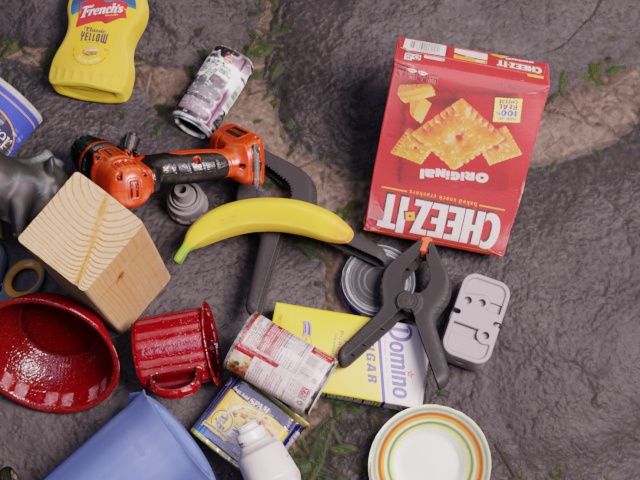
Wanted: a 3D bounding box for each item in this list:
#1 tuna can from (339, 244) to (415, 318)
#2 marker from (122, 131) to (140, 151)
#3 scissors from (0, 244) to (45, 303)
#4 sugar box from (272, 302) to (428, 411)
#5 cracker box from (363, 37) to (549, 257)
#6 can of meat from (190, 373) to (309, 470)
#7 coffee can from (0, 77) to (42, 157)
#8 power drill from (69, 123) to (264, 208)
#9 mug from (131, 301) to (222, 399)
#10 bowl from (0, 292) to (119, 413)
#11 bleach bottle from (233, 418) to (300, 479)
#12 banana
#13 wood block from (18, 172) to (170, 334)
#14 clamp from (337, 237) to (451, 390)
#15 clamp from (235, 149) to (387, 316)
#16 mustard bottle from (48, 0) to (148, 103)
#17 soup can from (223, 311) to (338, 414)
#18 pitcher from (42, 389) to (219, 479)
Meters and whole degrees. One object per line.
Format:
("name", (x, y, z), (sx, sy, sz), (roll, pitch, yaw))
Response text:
("tuna can", (0.064, 0.049, 1.204), (0.086, 0.034, 0.086), (0, 74, 0))
("marker", (-0.235, -0.071, 1.248), (0.020, 0.020, 0.121), (12, 74, 4))
("scissors", (-0.359, 0.091, 1.181), (0.096, 0.016, 0.202), (1, 60, -7))
("sugar box", (0.030, 0.129, 1.174), (0.176, 0.048, 0.093), (8, 74, 4))
("cracker box", (0.143, -0.098, 1.159), (0.164, 0.214, 0.072), (11, 32, 4))
("can of meat", (-0.077, 0.201, 1.148), (0.102, 0.057, 0.084), (36, 78, 10))
("coffee can", (-0.403, -0.117, 1.219), (0.103, 0.103, 0.140), (34, 77, 9))
("power drill", (-0.169, -0.087, 1.171), (0.187, 0.185, 0.057), (-12, 114, -25))
("mug", (-0.155, 0.126, 1.148), (0.081, 0.093, 0.117), (-10, 40, 2))
("bowl", (-0.289, 0.110, 1.149), (0.162, 0.162, 0.055), (7, 36, 2))
("bleach bottle", (-0.020, 0.298, 1.077), (0.068, 0.102, 0.251), (-26, 84, -10))
("banana", (-0.063, -0.015, 1.162), (0.198, 0.037, 0.069), (-9, 68, 9))
("wood block", (-0.231, 0.020, 1.124), (0.090, 0.206, 0.090), (37, 76, 10))
("clamp", (0.086, 0.076, 1.151), (0.120, 0.039, 0.171), (6, 61, 7))
("clamp", (-0.028, -0.023, 1.204), (0.164, 0.036, 0.210), (-16, 61, -6))
("mustard bottle", (-0.258, -0.264, 1.285), (0.096, 0.058, 0.191), (8, 73, 8))
("soup can", (-0.041, 0.128, 1.115), (0.102, 0.068, 0.068), (29, 76, 6))
("pitcher", (-0.224, 0.283, 1.087), (0.242, 0.149, 0.145), (-39, 102, -7))
